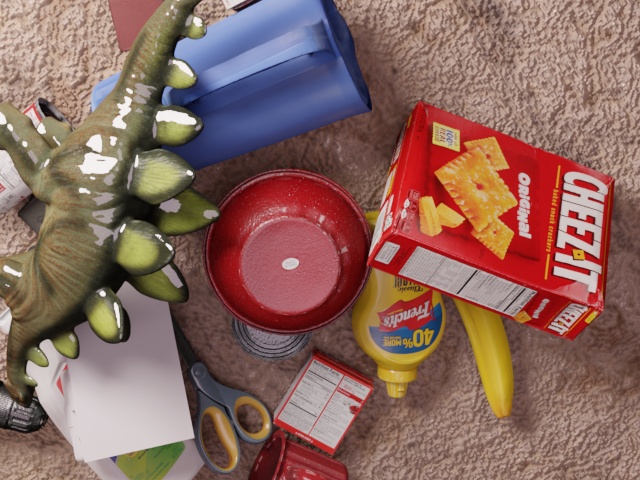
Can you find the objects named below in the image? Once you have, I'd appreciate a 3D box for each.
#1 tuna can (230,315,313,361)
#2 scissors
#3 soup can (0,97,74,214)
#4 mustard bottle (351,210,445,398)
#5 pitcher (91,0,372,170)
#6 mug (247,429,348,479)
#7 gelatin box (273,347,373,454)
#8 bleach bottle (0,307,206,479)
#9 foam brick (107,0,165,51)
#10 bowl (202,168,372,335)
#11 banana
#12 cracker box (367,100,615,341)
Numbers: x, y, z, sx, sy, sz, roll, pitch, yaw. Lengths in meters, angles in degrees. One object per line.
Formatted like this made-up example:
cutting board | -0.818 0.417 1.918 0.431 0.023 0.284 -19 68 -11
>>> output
tuna can | -0.048 0.078 1.090 0.086 0.034 0.086 -1 103 -2
scissors | -0.109 0.139 1.105 0.096 0.016 0.202 -11 83 -33
soup can | -0.288 -0.080 1.025 0.102 0.068 0.068 -36 102 6
mustard bottle | 0.080 0.067 1.079 0.096 0.058 0.192 -4 105 -19
pitcher | -0.084 -0.139 0.974 0.243 0.145 0.149 -21 138 10
mug | -0.019 0.251 1.095 0.081 0.117 0.093 26 64 -13
gelatin box | 0.003 0.167 1.116 0.073 0.030 0.089 29 100 -7
bleach bottle | -0.233 0.165 1.078 0.250 0.068 0.102 46 66 -10
foam brick | -0.165 -0.208 0.996 0.051 0.078 0.053 -11 104 -2
bowl | -0.029 0.018 0.979 0.162 0.055 0.162 -1 102 -3
banana | 0.161 0.091 1.085 0.037 0.069 0.197 -4 127 34
cracker box | 0.166 -0.021 1.012 0.213 0.164 0.072 20 145 -6
